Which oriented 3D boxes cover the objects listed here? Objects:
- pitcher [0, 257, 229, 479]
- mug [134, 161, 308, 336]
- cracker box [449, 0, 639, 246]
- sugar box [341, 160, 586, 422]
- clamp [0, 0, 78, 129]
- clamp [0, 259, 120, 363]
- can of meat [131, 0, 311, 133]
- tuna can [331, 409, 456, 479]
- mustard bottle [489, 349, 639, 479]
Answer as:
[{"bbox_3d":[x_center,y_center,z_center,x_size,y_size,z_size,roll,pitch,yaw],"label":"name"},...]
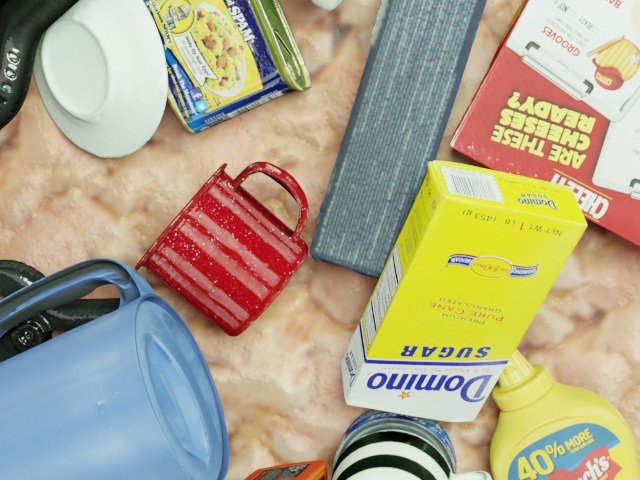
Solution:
[{"bbox_3d":[-0.194,0.127,0.703,0.243,0.149,0.145,-21,119,9],"label":"pitcher"},{"bbox_3d":[-0.055,0.001,0.704,0.081,0.093,0.117,40,107,-5],"label":"mug"},{"bbox_3d":[0.201,-0.117,0.653,0.164,0.072,0.214,28,104,3],"label":"cracker box"},{"bbox_3d":[0.083,0.038,0.662,0.093,0.048,0.176,11,125,-13],"label":"sugar box"},{"bbox_3d":[-0.212,-0.153,0.709,0.210,0.036,0.165,-54,52,27],"label":"clamp"},{"bbox_3d":[-0.193,0.058,0.762,0.171,0.039,0.120,35,97,-5],"label":"clamp"},{"bbox_3d":[-0.065,-0.129,0.699,0.084,0.057,0.102,-22,96,14],"label":"can of meat"},{"bbox_3d":[0.052,0.159,0.744,0.086,0.033,0.086,2,100,9],"label":"tuna can"},{"bbox_3d":[0.169,0.157,0.713,0.096,0.058,0.191,-29,94,12],"label":"mustard bottle"}]
